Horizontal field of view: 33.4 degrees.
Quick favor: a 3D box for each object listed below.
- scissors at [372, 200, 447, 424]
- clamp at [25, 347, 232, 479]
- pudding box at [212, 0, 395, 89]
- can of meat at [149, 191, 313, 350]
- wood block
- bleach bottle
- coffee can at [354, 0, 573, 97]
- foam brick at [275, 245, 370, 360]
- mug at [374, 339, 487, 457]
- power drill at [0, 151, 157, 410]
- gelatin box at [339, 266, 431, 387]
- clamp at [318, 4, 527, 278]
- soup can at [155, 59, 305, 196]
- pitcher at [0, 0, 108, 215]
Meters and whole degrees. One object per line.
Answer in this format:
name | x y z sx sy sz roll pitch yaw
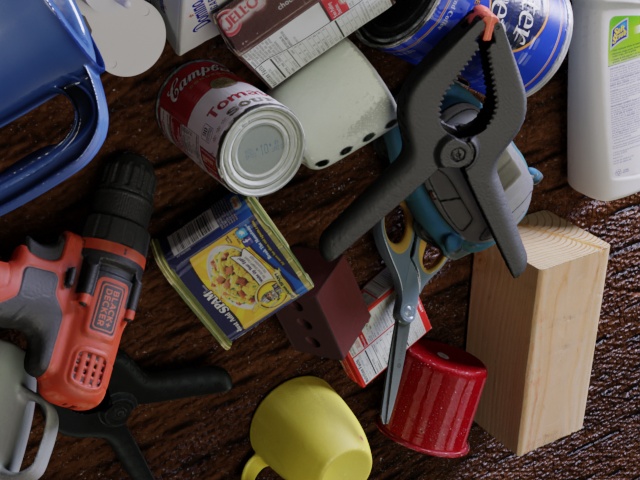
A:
scissors | 0.061 0.045 0.905 0.096 0.016 0.201 35 68 -29
clamp | -0.162 0.135 0.834 0.171 0.039 0.120 21 97 -34
pudding box | -0.009 -0.157 0.722 0.113 0.039 0.090 -32 169 6
can of meat | -0.065 0.019 0.807 0.084 0.057 0.102 -34 123 2
wood block | 0.202 0.088 1.022 0.090 0.091 0.206 -16 122 -28
bleach bottle | 0.268 -0.165 0.949 0.102 0.068 0.251 -22 123 -23
coffee can | 0.107 -0.173 0.807 0.140 0.103 0.103 15 105 -39
foam brick | -0.002 0.051 0.877 0.051 0.053 0.078 -54 136 -33
mug | 0.113 0.143 0.996 0.117 0.093 0.081 3 108 -47
power drill | -0.200 0.001 0.694 0.187 0.057 0.184 23 66 -31
gelatin box | 0.050 0.075 0.950 0.089 0.030 0.073 -38 130 -16
clamp | 0.085 -0.064 0.772 0.164 0.036 0.210 -1 118 -11
soup can | -0.064 -0.079 0.742 0.068 0.102 0.068 -16 122 -27
pitcher | -0.243 -0.079 0.575 0.243 0.149 0.145 -33 135 0
